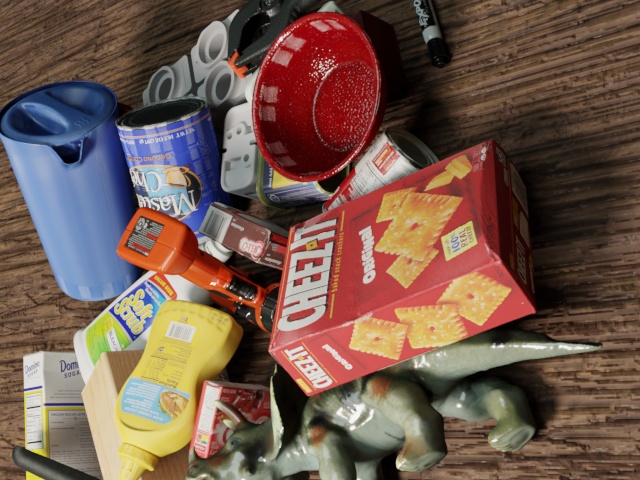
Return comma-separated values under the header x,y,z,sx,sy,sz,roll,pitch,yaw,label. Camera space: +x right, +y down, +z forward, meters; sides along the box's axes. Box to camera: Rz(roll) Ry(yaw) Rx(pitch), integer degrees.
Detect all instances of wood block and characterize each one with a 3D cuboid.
x,y,z,sx,sy,sz,roll,pitch,yaw,label
-0.183,0.228,1.157,0.090,0.090,0.206,-57,44,40,wood block

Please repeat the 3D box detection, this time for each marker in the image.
x,y,z,sx,sy,sz,roll,pitch,yaw,label
0.103,-0.219,1.040,0.020,0.020,0.121,-33,57,36,marker

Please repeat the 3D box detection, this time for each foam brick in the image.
x,y,z,sx,sy,sz,roll,pitch,yaw,label
0.045,-0.180,1.067,0.053,0.051,0.078,-31,58,37,foam brick

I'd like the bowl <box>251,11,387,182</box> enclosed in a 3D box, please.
x,y,z,sx,sy,sz,roll,pitch,yaw,label
0.009,-0.132,1.014,0.162,0.055,0.162,-5,82,41,bowl

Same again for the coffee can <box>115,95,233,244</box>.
x,y,z,sx,sy,sz,roll,pitch,yaw,label
-0.156,-0.075,1.168,0.103,0.102,0.140,13,123,47,coffee can

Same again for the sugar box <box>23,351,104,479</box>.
x,y,z,sx,sy,sz,roll,pitch,yaw,label
-0.305,0.223,1.274,0.048,0.093,0.176,-17,72,36,sugar box

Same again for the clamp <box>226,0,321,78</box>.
x,y,z,sx,sy,sz,roll,pitch,yaw,label
-0.052,-0.257,1.157,0.171,0.039,0.120,-48,50,-4,clamp

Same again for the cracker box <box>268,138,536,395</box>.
x,y,z,sx,sy,sz,roll,pitch,yaw,label
0.068,0.020,0.897,0.214,0.072,0.164,-23,34,24,cracker box

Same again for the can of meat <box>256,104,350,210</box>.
x,y,z,sx,sy,sz,roll,pitch,yaw,label
-0.016,-0.088,1.103,0.084,0.057,0.102,-9,73,43,can of meat

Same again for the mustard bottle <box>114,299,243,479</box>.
x,y,z,sx,sy,sz,roll,pitch,yaw,label
-0.157,0.158,1.092,0.096,0.058,0.191,12,65,28,mustard bottle

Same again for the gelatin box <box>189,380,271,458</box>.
x,y,z,sx,sy,sz,roll,pitch,yaw,label
-0.085,0.182,1.080,0.030,0.089,0.073,11,88,41,gelatin box

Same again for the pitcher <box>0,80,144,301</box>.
x,y,z,sx,sy,sz,roll,pitch,yaw,label
-0.280,-0.058,1.237,0.145,0.149,0.243,12,131,21,pitcher

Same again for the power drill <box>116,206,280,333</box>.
x,y,z,sx,sy,sz,roll,pitch,yaw,label
-0.096,0.040,1.060,0.185,0.187,0.057,16,76,49,power drill

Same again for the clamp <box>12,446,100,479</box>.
x,y,z,sx,sy,sz,roll,pitch,yaw,label
-0.222,0.273,1.200,0.210,0.164,0.036,46,147,21,clamp

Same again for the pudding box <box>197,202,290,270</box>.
x,y,z,sx,sy,sz,roll,pitch,yaw,label
-0.057,0.001,1.098,0.114,0.089,0.039,28,96,47,pudding box

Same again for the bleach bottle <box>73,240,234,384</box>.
x,y,z,sx,sy,sz,roll,pitch,yaw,label
-0.187,0.075,1.236,0.251,0.068,0.102,-45,48,25,bleach bottle

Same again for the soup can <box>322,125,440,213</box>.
x,y,z,sx,sy,sz,roll,pitch,yaw,label
0.058,-0.049,1.007,0.102,0.068,0.068,-50,49,24,soup can
